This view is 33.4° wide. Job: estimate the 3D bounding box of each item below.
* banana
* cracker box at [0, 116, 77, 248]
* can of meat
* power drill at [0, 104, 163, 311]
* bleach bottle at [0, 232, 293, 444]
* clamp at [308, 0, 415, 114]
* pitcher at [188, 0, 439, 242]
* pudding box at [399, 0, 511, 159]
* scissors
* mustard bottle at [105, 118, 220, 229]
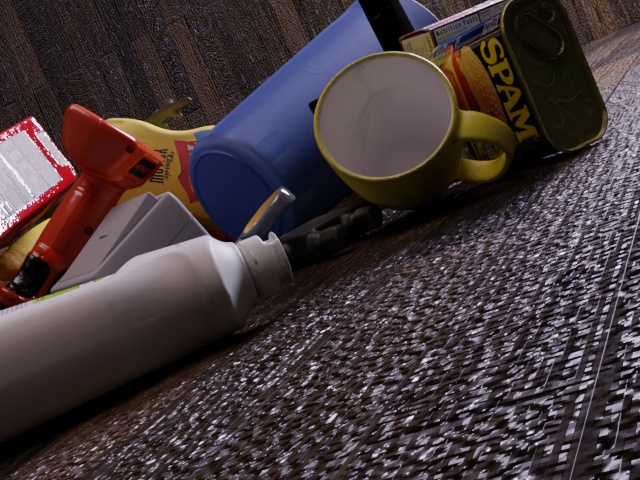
[{"bbox_3d":[-0.230,0.004,0.925,0.069,0.037,0.198,-42,5,0],"label":"banana"},{"bbox_3d":[-0.286,0.002,0.785,0.164,0.072,0.213,-35,11,16],"label":"cracker box"},{"bbox_3d":[0.126,-0.099,0.698,0.057,0.102,0.084,-26,4,-31],"label":"can of meat"},{"bbox_3d":[-0.182,0.005,0.702,0.187,0.057,0.184,-58,-2,0],"label":"power drill"},{"bbox_3d":[-0.130,0.055,0.499,0.250,0.068,0.103,-22,6,-13],"label":"bleach bottle"},{"bbox_3d":[0.070,-0.126,0.801,0.036,0.164,0.209,-18,-31,39],"label":"clamp"},{"bbox_3d":[0.013,-0.096,0.892,0.242,0.145,0.149,-44,9,-35],"label":"pitcher"},{"bbox_3d":[0.115,-0.110,0.774,0.089,0.113,0.039,-27,10,-33],"label":"pudding box"},{"bbox_3d":[-0.055,0.001,0.760,0.096,0.016,0.202,-51,6,0],"label":"scissors"},{"bbox_3d":[-0.111,-0.059,0.989,0.191,0.096,0.058,4,-15,4],"label":"mustard bottle"}]
